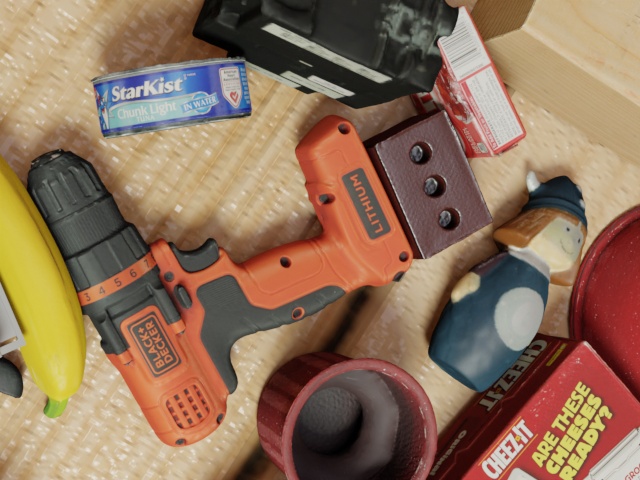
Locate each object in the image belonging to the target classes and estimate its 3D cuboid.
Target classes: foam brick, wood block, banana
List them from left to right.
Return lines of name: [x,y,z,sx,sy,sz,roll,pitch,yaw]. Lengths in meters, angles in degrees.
banana: [-0.170,0.008,0.572,0.037,0.070,0.198,-31,102,-51]
foam brick: [0.061,-0.033,0.657,0.053,0.051,0.078,-28,101,-15]
wood block: [0.205,-0.113,0.682,0.206,0.091,0.090,28,82,-17]

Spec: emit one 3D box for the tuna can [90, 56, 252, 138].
tuna can: [-0.081,-0.079,0.590,0.086,0.086,0.034,-11,97,-18]

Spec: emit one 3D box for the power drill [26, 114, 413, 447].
power drill: [-0.054,0.001,0.619,0.187,0.057,0.184,-29,103,-13]

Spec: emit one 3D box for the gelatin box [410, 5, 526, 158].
gelatin box: [0.080,-0.093,0.650,0.030,0.073,0.089,-31,102,-14]

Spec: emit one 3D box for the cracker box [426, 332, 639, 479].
cracker box: [0.168,0.191,0.692,0.164,0.072,0.213,-46,104,-12]

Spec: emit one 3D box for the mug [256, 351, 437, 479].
mug: [0.016,0.120,0.633,0.093,0.082,0.117,-35,102,-14]
